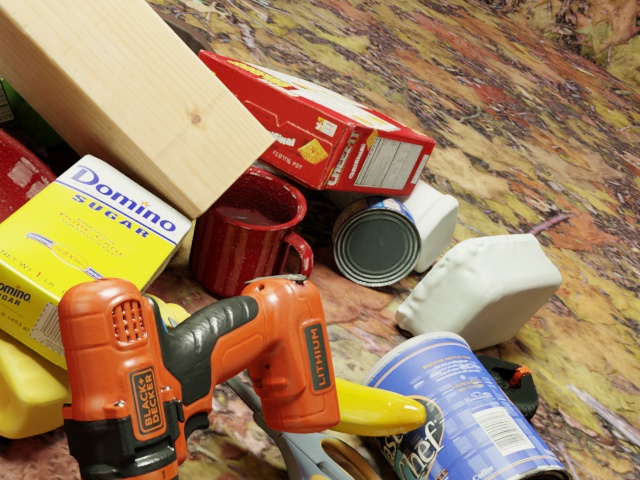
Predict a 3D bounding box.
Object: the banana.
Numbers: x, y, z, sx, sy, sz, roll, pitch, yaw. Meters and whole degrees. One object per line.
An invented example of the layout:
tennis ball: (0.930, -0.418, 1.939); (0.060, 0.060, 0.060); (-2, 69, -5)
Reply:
banana: (-0.005, 0.099, 0.795); (0.198, 0.069, 0.037); (38, -6, 46)

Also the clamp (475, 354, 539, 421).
clamp: (0.136, 0.130, 0.939); (0.120, 0.039, 0.171); (42, 20, 14)

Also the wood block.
wood block: (-0.147, -0.110, 0.793); (0.206, 0.090, 0.090); (47, 62, -9)

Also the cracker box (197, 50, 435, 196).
cracker box: (-0.008, -0.103, 1.004); (0.164, 0.072, 0.213); (29, 13, 23)

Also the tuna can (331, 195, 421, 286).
tuna can: (0.054, 0.000, 1.040); (0.086, 0.086, 0.034); (23, 23, -15)

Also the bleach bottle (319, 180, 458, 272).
bleach bottle: (0.030, -0.072, 1.145); (0.251, 0.102, 0.068); (38, 70, 20)

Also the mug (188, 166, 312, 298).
mug: (-0.056, 0.001, 0.895); (0.117, 0.082, 0.093); (30, 36, 20)

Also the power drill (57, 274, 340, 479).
power drill: (-0.064, 0.102, 0.626); (0.057, 0.184, 0.187); (-6, 5, 36)

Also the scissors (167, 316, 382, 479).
scissors: (-0.031, 0.136, 0.713); (0.201, 0.016, 0.096); (38, 29, -19)

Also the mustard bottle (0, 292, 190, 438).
mustard bottle: (-0.149, 0.071, 0.707); (0.096, 0.058, 0.191); (38, 25, 27)

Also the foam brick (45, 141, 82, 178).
foam brick: (-0.190, -0.070, 0.916); (0.051, 0.053, 0.078); (-10, 17, 17)

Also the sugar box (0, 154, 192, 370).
sugar box: (-0.152, 0.008, 0.689); (0.093, 0.048, 0.176); (34, 27, -5)

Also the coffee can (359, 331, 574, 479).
coffee can: (0.102, 0.150, 0.781); (0.102, 0.103, 0.140); (9, 32, -39)
